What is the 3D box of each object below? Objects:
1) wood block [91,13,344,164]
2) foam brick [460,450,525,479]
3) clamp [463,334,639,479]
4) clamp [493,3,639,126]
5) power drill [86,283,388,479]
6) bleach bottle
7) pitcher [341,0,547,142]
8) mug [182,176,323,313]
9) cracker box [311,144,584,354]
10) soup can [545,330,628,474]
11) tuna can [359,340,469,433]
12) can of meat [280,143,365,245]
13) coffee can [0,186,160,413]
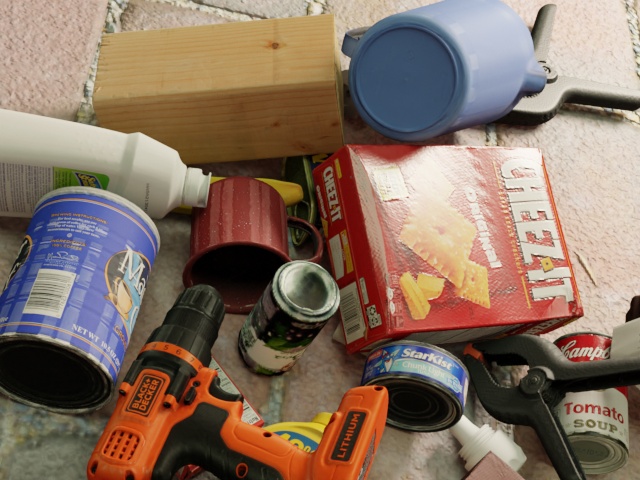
[{"bbox_3d":[-0.085,-0.130,0.940,0.206,0.090,0.091,-4,52,5],"label":"wood block"},{"bbox_3d":[0.119,0.206,0.807,0.051,0.078,0.052,43,53,13],"label":"foam brick"},{"bbox_3d":[0.179,0.131,0.863,0.172,0.039,0.120,11,59,47],"label":"clamp"},{"bbox_3d":[0.248,-0.170,1.162,0.209,0.036,0.165,-34,70,-33],"label":"clamp"},{"bbox_3d":[-0.050,0.120,0.763,0.188,0.057,0.184,13,51,13],"label":"power drill"},{"bbox_3d":[-0.215,-0.054,0.856,0.250,0.103,0.068,8,54,-6],"label":"bleach bottle"},{"bbox_3d":[0.102,-0.161,0.988,0.145,0.149,0.242,63,25,-2],"label":"pitcher"},{"bbox_3d":[-0.056,0.001,0.893,0.117,0.093,0.081,0,49,-5],"label":"mug"},{"bbox_3d":[0.112,0.003,0.919,0.213,0.072,0.164,-2,73,-30],"label":"cracker box"},{"bbox_3d":[0.226,0.137,0.903,0.068,0.069,0.102,17,51,-6],"label":"soup can"},{"bbox_3d":[0.074,0.118,0.853,0.086,0.086,0.033,20,52,-4],"label":"tuna can"},{"bbox_3d":[0.016,-0.044,0.975,0.083,0.058,0.102,4,54,-20],"label":"can of meat"},{"bbox_3d":[-0.187,0.044,0.807,0.102,0.103,0.140,16,51,-7],"label":"coffee can"}]
